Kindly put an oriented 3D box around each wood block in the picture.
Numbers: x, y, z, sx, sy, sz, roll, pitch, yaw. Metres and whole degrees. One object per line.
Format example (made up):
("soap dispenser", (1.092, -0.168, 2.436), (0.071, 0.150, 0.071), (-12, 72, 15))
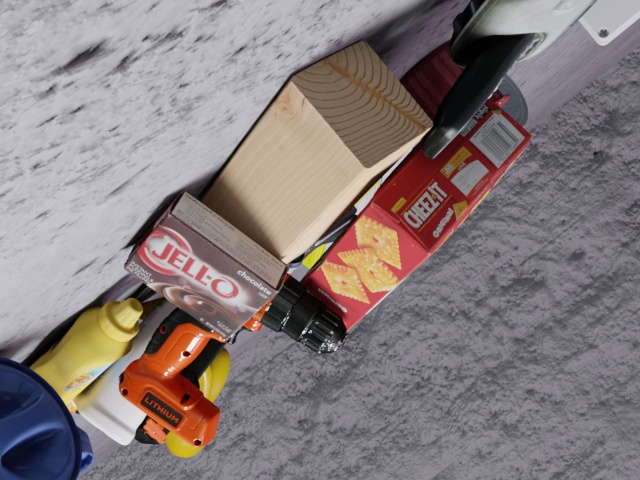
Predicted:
("wood block", (-0.012, -0.059, 0.882), (0.090, 0.091, 0.206), (-35, 173, -38))

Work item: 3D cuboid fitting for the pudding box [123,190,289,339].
("pudding box", (-0.096, 0.022, 0.893), (0.090, 0.113, 0.039), (-43, -163, 44))

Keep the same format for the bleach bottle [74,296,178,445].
("bleach bottle", (-0.154, 0.090, 1.120), (0.250, 0.068, 0.103), (-53, -166, -8))

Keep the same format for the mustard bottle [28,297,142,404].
("mustard bottle", (-0.238, 0.117, 1.041), (0.192, 0.058, 0.096), (-40, 175, 26))

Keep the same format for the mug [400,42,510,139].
("mug", (0.129, -0.146, 1.113), (0.093, 0.081, 0.117), (-34, 173, -34))

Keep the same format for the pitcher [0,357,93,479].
("pitcher", (-0.327, 0.220, 0.936), (0.243, 0.149, 0.145), (-37, -166, 22))

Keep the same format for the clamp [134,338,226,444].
("clamp", (-0.177, 0.181, 1.200), (0.165, 0.036, 0.210), (-42, -171, 15))

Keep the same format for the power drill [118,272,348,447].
("power drill", (-0.089, 0.097, 0.991), (0.188, 0.184, 0.057), (-58, 173, 17))

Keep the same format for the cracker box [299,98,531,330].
("cracker box", (0.075, -0.020, 0.956), (0.164, 0.072, 0.214), (-46, 179, -30))
